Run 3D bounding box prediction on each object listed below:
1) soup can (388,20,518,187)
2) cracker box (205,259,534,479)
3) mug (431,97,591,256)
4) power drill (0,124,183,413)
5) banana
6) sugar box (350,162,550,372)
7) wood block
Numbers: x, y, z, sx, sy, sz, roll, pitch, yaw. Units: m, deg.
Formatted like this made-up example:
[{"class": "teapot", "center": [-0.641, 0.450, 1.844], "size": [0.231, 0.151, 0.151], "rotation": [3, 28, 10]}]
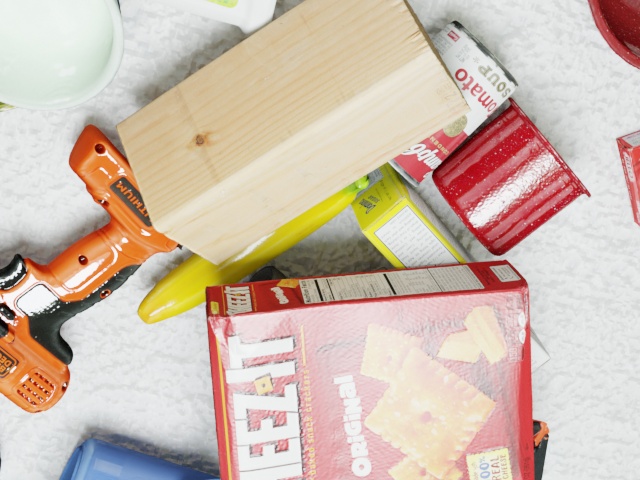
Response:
[{"class": "soup can", "center": [0.081, -0.097, 0.760], "size": [0.102, 0.068, 0.068], "rotation": [-44, 111, 9]}, {"class": "cracker box", "center": [0.034, 0.108, 0.723], "size": [0.213, 0.072, 0.164], "rotation": [-5, 105, -5]}, {"class": "mug", "center": [0.141, -0.039, 0.786], "size": [0.081, 0.093, 0.117], "rotation": [-39, 150, 12]}, {"class": "power drill", "center": [-0.201, 0.009, 0.744], "size": [0.187, 0.057, 0.184], "rotation": [-43, 121, -1]}, {"class": "banana", "center": [-0.048, -0.001, 0.781], "size": [0.198, 0.069, 0.037], "rotation": [-34, 83, 12]}, {"class": "sugar box", "center": [0.093, 0.024, 0.795], "size": [0.048, 0.093, 0.176], "rotation": [-38, 111, 9]}, {"class": "wood block", "center": [-0.019, -0.082, 0.708], "size": [0.206, 0.091, 0.090], "rotation": [-31, 154, 12]}]
